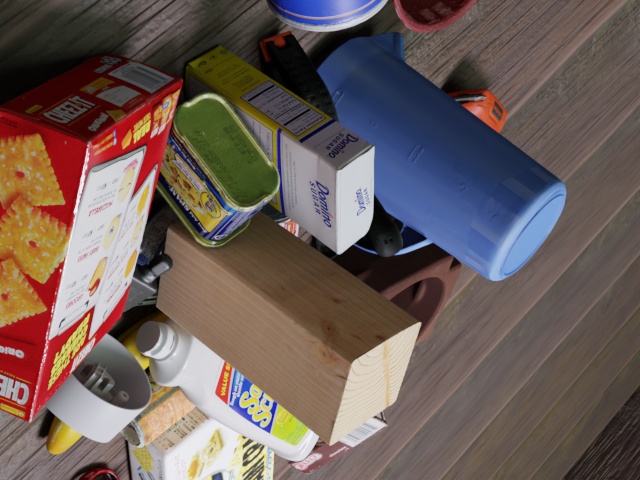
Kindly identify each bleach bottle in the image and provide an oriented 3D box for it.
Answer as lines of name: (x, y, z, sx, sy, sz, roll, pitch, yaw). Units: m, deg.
bleach bottle: (-0.084, 0.133, 1.006, 0.250, 0.068, 0.102, 32, 85, -50)

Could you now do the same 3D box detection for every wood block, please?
wood block: (-0.032, 0.060, 0.883, 0.090, 0.206, 0.091, -24, 139, -44)

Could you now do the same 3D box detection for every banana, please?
banana: (-0.175, 0.116, 0.976, 0.197, 0.037, 0.069, -40, 145, -26)

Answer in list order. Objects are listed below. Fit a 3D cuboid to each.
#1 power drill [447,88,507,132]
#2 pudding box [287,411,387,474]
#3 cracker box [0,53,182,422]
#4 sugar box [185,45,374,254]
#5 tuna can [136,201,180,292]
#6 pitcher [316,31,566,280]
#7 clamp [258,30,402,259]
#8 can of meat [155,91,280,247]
power drill: (0.183, -0.066, 1.217, 0.184, 0.057, 0.187, 27, 60, -64)
pudding box: (0.010, 0.178, 1.114, 0.114, 0.090, 0.039, -34, 134, 22)
cracker box: (-0.177, -0.009, 0.745, 0.164, 0.072, 0.214, -59, 170, -64)
sugar box: (-0.033, -0.074, 0.843, 0.048, 0.176, 0.093, -38, 147, -29)
tuna can: (-0.124, 0.004, 0.939, 0.086, 0.034, 0.086, -38, 147, -30)
pitcher: (0.092, -0.064, 0.979, 0.144, 0.243, 0.149, -35, 153, -36)
clamp: (0.003, -0.075, 0.902, 0.036, 0.165, 0.210, -23, 102, -19)
can of meat: (-0.085, -0.055, 0.832, 0.057, 0.102, 0.084, -37, 179, -30)
